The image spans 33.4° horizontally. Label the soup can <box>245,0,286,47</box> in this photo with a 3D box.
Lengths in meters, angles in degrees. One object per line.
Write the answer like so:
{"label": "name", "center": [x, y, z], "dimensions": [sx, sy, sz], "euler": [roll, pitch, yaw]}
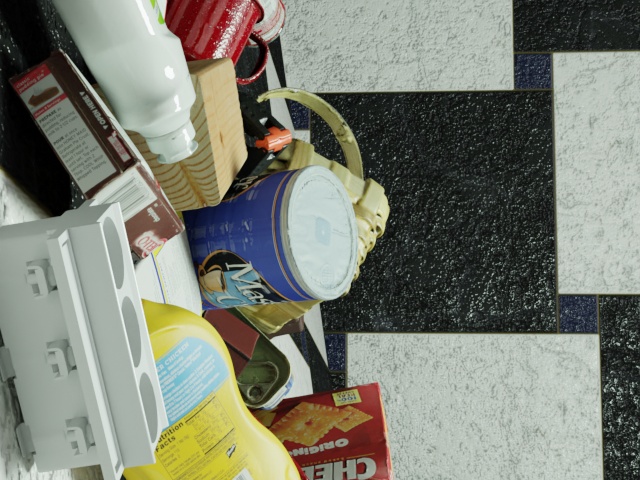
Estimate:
{"label": "soup can", "center": [-0.077, -0.248, 1.086], "dimensions": [0.102, 0.068, 0.068], "euler": [57, 24, -74]}

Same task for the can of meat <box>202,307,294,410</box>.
{"label": "can of meat", "center": [-0.072, 0.109, 0.979], "dimensions": [0.102, 0.057, 0.084], "euler": [43, -8, 12]}

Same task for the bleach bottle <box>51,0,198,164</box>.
{"label": "bleach bottle", "center": [-0.128, -0.154, 0.609], "dimensions": [0.102, 0.068, 0.251], "euler": [-100, 171, -60]}

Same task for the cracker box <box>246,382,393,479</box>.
{"label": "cracker box", "center": [-0.009, 0.230, 1.092], "dimensions": [0.213, 0.164, 0.072], "euler": [-89, 168, -72]}

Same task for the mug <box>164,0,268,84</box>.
{"label": "mug", "center": [-0.101, -0.191, 1.007], "dimensions": [0.093, 0.117, 0.081], "euler": [3, -114, 57]}

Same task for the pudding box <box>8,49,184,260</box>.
{"label": "pudding box", "center": [-0.127, -0.047, 0.622], "dimensions": [0.090, 0.039, 0.113], "euler": [53, -8, 18]}

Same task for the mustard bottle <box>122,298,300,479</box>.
{"label": "mustard bottle", "center": [-0.090, 0.095, 0.614], "dimensions": [0.058, 0.096, 0.191], "euler": [9, -49, 58]}

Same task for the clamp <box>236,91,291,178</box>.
{"label": "clamp", "center": [-0.091, -0.088, 0.965], "dimensions": [0.172, 0.039, 0.120], "euler": [25, -45, 44]}

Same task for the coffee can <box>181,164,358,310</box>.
{"label": "coffee can", "center": [-0.055, 0.001, 0.838], "dimensions": [0.102, 0.141, 0.103], "euler": [18, 69, -56]}

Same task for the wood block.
{"label": "wood block", "center": [-0.113, -0.083, 0.802], "dimensions": [0.206, 0.090, 0.091], "euler": [-85, 167, -78]}
